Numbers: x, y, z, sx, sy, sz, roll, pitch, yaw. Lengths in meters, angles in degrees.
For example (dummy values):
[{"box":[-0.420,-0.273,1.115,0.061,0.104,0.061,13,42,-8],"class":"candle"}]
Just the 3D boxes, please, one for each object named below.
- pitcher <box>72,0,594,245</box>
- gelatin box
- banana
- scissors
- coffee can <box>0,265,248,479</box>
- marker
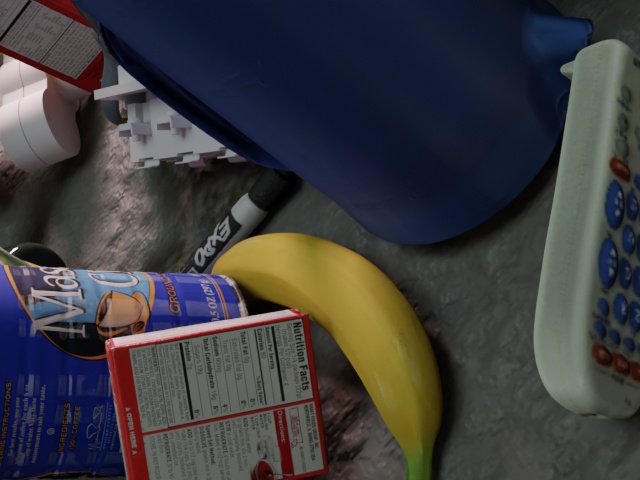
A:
[{"box":[-0.022,-0.102,0.432,0.149,0.242,0.145,-50,39,9],"class":"pitcher"},{"box":[-0.044,0.073,0.469,0.030,0.089,0.073,-170,72,-75],"class":"gelatin box"},{"box":[0.002,0.036,0.501,0.070,0.037,0.198,-58,40,10],"class":"banana"},{"box":[-0.114,-0.136,0.637,0.016,0.202,0.096,27,68,10],"class":"scissors"},{"box":[-0.115,0.064,0.517,0.103,0.140,0.103,-176,90,-67],"class":"coffee can"},{"box":[-0.054,0.001,0.596,0.121,0.020,0.020,-47,43,22],"class":"marker"}]
